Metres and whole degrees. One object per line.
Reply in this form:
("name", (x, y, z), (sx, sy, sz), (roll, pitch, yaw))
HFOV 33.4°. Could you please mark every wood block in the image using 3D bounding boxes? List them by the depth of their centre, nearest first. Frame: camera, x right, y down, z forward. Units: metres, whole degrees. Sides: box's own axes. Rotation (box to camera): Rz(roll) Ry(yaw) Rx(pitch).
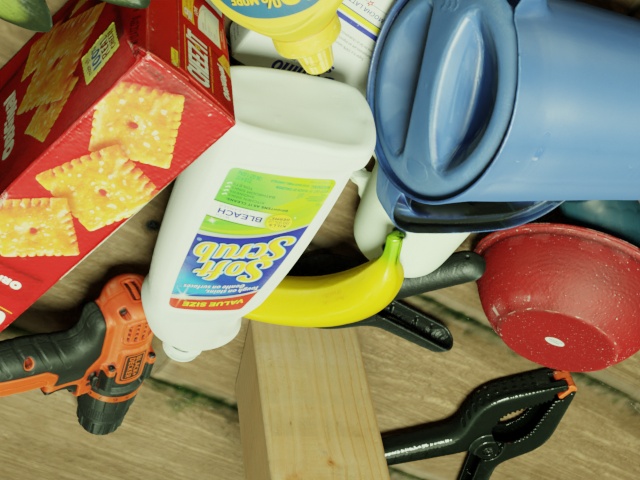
("wood block", (-0.008, 0.161, 0.822), (0.090, 0.206, 0.091), (4, 129, -14))

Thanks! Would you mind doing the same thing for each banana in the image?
("banana", (-0.016, 0.032, 0.773), (0.198, 0.037, 0.069), (-8, 108, 31))

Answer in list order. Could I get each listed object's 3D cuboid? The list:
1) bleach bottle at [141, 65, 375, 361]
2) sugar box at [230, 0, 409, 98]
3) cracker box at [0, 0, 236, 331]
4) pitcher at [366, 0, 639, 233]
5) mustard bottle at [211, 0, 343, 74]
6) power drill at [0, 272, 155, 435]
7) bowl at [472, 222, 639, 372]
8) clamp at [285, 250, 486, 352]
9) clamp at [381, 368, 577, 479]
("bleach bottle", (-0.055, 0.001, 0.701), (0.102, 0.068, 0.251), (8, 139, -18))
("sugar box", (0.031, -0.162, 0.653), (0.093, 0.048, 0.176), (29, 123, -28))
("cracker box", (-0.150, -0.066, 0.626), (0.214, 0.164, 0.072), (-37, 125, 21))
("pitcher", (0.154, -0.077, 0.667), (0.242, 0.145, 0.149), (2, 177, -34))
("mustard bottle", (-0.030, -0.169, 0.571), (0.096, 0.058, 0.191), (-4, 136, 22))
("power drill", (-0.215, 0.110, 0.799), (0.187, 0.057, 0.185), (-18, 146, -35))
("bowl", (0.186, 0.054, 0.814), (0.162, 0.055, 0.162), (17, 151, 9))
("clamp", (0.039, 0.050, 0.841), (0.171, 0.039, 0.120), (2, 136, 3))
("clamp", (0.139, 0.179, 0.976), (0.164, 0.036, 0.210), (29, 119, -31))
